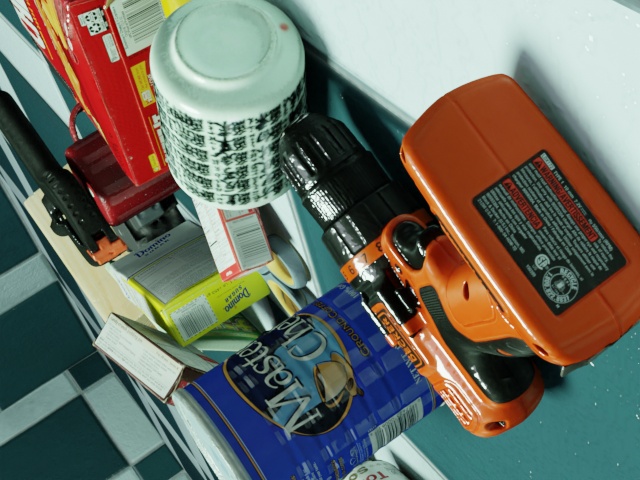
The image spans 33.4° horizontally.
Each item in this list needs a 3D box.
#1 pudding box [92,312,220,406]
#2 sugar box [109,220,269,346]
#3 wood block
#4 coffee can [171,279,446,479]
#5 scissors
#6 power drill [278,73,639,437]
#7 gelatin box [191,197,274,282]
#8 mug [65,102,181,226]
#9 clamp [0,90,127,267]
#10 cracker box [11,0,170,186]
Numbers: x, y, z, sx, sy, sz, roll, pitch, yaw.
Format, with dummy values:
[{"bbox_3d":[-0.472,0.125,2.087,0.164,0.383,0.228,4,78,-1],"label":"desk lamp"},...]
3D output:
[{"bbox_3d":[-0.126,0.108,0.907,0.114,0.039,0.089,26,179,42],"label":"pudding box"},{"bbox_3d":[-0.123,0.035,0.974,0.176,0.093,0.048,22,140,64],"label":"sugar box"},{"bbox_3d":[-0.239,0.014,1.232,0.206,0.090,0.090,51,-175,20],"label":"wood block"},{"bbox_3d":[-0.006,0.099,0.665,0.103,0.140,0.103,51,163,22],"label":"coffee can"},{"bbox_3d":[-0.056,0.001,0.851,0.202,0.016,0.096,46,159,35],"label":"scissors"},{"bbox_3d":[0.052,-0.002,0.459,0.184,0.057,0.188,52,166,5],"label":"power drill"},{"bbox_3d":[-0.068,-0.018,0.795,0.073,0.030,0.089,151,100,-72],"label":"gelatin box"},{"bbox_3d":[-0.177,-0.075,0.941,0.117,0.081,0.093,60,164,-9],"label":"mug"},{"bbox_3d":[-0.223,-0.028,0.947,0.210,0.036,0.164,42,158,41],"label":"clamp"},{"bbox_3d":[-0.167,-0.165,0.745,0.214,0.072,0.164,50,162,35],"label":"cracker box"}]
